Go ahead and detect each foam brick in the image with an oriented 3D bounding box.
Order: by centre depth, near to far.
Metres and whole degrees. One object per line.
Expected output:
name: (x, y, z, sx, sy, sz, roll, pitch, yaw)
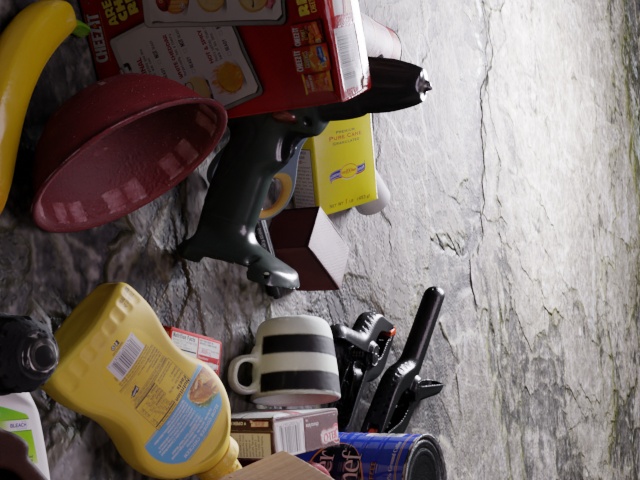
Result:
foam brick: (-0.013, 0.009, 1.085, 0.078, 0.051, 0.053, 55, 41, -43)

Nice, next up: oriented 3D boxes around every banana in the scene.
banana: (-0.212, -0.109, 0.760, 0.069, 0.037, 0.197, 54, 42, -42)

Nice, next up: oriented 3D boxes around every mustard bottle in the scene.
mustard bottle: (-0.124, 0.126, 0.820, 0.191, 0.058, 0.096, 49, 55, -28)

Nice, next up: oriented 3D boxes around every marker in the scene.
marker: (-0.057, 0.001, 1.040, 0.020, 0.020, 0.121, -43, 123, -54)

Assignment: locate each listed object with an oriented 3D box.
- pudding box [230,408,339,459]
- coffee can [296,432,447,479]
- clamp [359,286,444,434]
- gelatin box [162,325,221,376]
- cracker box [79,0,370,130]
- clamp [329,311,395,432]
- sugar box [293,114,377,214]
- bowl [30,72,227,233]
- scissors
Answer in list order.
pudding box: (-0.048, 0.173, 0.960, 0.113, 0.090, 0.039, 9, 77, -59)
coffee can: (0.042, 0.241, 1.057, 0.102, 0.141, 0.103, 13, 75, -60)
clamp: (0.102, 0.161, 1.262, 0.209, 0.036, 0.164, -42, 138, -51)
gelatin box: (-0.120, 0.121, 0.900, 0.073, 0.030, 0.089, 25, 65, -56)
cracker box: (-0.078, -0.179, 0.828, 0.072, 0.214, 0.164, -33, 115, -59)
clamp: (0.042, 0.119, 1.174, 0.171, 0.039, 0.120, -52, 146, -57)
sugar box: (0.010, -0.121, 1.111, 0.093, 0.048, 0.176, -19, 112, -42)
bowl: (-0.151, -0.073, 0.784, 0.055, 0.162, 0.161, 57, 27, 13)
scissors: (-0.012, -0.090, 1.006, 0.201, 0.016, 0.096, -29, 124, -12)
